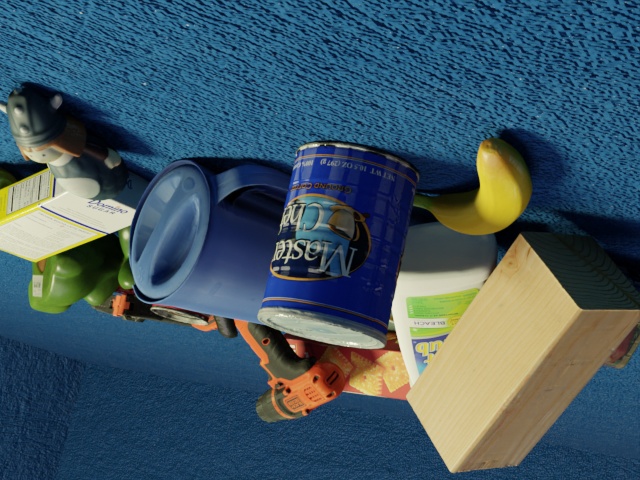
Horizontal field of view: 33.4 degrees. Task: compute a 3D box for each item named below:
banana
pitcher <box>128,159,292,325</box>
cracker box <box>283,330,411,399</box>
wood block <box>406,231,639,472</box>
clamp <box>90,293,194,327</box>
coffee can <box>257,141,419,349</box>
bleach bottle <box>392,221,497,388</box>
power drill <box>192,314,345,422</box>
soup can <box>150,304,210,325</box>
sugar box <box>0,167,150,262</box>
[{"bbox_3d":[0.122,-0.034,0.808,0.069,0.037,0.198,14,167,-9],"label":"banana"},{"bbox_3d":[-0.045,0.014,1.008,0.242,0.145,0.149,18,179,-38],"label":"pitcher"},{"bbox_3d":[0.078,0.136,1.363,0.214,0.072,0.163,3,-164,36],"label":"cracker box"},{"bbox_3d":[0.173,0.099,0.921,0.090,0.091,0.206,3,131,-35],"label":"wood block"},{"bbox_3d":[-0.260,0.090,1.444,0.164,0.036,0.210,8,175,9],"label":"clamp"},{"bbox_3d":[0.015,0.006,0.845,0.103,0.140,0.103,12,167,3],"label":"coffee can"},{"bbox_3d":[0.125,0.089,1.010,0.102,0.068,0.251,-6,137,10],"label":"bleach bottle"},{"bbox_3d":[-0.074,0.141,1.309,0.187,0.057,0.185,46,143,-7],"label":"power drill"},{"bbox_3d":[-0.150,0.040,1.233,0.068,0.102,0.068,13,167,3],"label":"soup can"},{"bbox_3d":[-0.261,-0.031,1.069,0.176,0.048,0.093,-20,151,31],"label":"sugar box"}]
